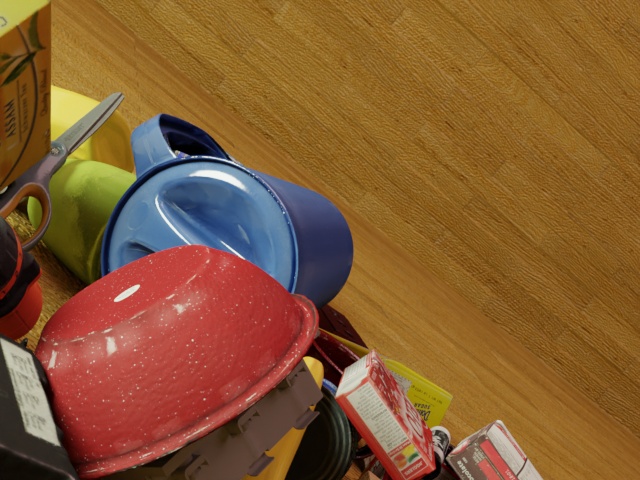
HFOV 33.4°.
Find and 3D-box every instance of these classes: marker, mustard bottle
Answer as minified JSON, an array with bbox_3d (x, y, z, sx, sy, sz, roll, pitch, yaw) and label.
[{"bbox_3d":[0.082,0.154,0.775,0.020,0.020,0.121,41,6,8],"label":"marker"},{"bbox_3d":[-0.252,-0.104,0.898,0.192,0.058,0.096,22,-23,18],"label":"mustard bottle"}]

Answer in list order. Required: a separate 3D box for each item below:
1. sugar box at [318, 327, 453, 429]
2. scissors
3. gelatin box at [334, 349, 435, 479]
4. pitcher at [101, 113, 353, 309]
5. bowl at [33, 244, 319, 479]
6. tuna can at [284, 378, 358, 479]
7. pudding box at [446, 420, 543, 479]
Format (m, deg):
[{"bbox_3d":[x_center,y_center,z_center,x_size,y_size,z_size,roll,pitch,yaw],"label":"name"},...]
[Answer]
[{"bbox_3d":[0.028,0.119,0.976,0.093,0.048,0.177,33,-11,-34],"label":"sugar box"},{"bbox_3d":[-0.213,-0.064,0.768,0.096,0.016,0.201,23,44,-11],"label":"scissors"},{"bbox_3d":[0.044,0.115,0.703,0.073,0.030,0.089,55,7,-1],"label":"gelatin box"},{"bbox_3d":[-0.055,0.001,0.784,0.145,0.149,0.242,17,5,13],"label":"pitcher"},{"bbox_3d":[-0.084,0.048,0.529,0.162,0.162,0.055,-116,-179,-72],"label":"bowl"},{"bbox_3d":[-0.019,0.129,0.704,0.086,0.086,0.033,42,6,12],"label":"tuna can"},{"bbox_3d":[0.137,0.179,0.777,0.090,0.039,0.113,55,10,11],"label":"pudding box"}]
